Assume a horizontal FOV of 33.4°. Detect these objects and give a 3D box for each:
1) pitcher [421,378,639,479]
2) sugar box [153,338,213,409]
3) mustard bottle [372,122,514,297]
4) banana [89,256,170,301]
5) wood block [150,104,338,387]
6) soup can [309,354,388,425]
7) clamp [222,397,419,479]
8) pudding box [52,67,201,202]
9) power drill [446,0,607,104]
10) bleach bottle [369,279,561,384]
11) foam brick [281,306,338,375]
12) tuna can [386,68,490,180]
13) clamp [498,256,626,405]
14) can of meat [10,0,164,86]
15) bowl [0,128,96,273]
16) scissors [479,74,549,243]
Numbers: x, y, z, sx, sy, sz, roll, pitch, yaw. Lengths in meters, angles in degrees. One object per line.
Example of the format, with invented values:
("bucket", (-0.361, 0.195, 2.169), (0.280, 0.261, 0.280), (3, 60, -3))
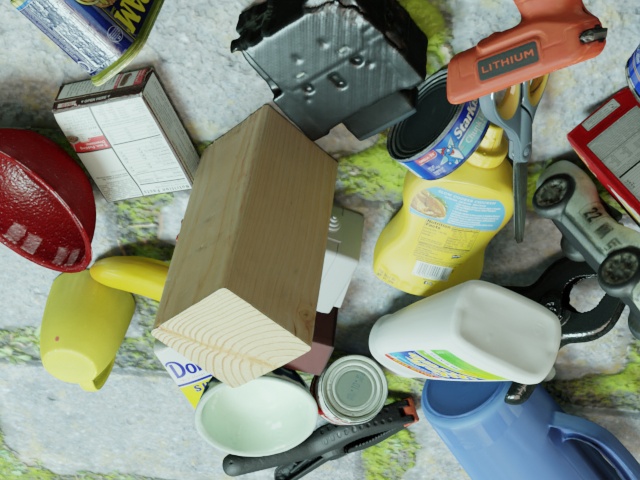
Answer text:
("pitcher", (0.215, 0.213, 1.097), (0.149, 0.145, 0.242), (-39, 121, 0))
("sugar box", (-0.099, 0.150, 1.140), (0.093, 0.048, 0.176), (-13, 134, 17))
("mustard bottle", (0.114, -0.031, 0.908), (0.096, 0.058, 0.192), (13, 136, -6))
("banana", (-0.137, 0.054, 1.021), (0.198, 0.037, 0.070), (25, 139, 9))
("wood block", (-0.056, 0.001, 0.865), (0.090, 0.206, 0.090), (-31, 124, 34))
("soup can", (0.027, 0.151, 1.073), (0.068, 0.068, 0.102), (13, 169, -4))
("clamp", (0.010, 0.226, 1.181), (0.210, 0.036, 0.164), (-21, 158, 5))
("pudding box", (-0.164, -0.087, 0.913), (0.090, 0.039, 0.113), (-8, 135, 18))
("power drill", (0.094, -0.188, 0.690), (0.185, 0.057, 0.187), (-14, 97, 35))
("bleach bottle", (0.113, 0.095, 0.976), (0.102, 0.068, 0.251), (25, 163, -11))
("foam brick", (-0.014, 0.082, 1.033), (0.051, 0.078, 0.053), (14, 136, -7))
("tuna can", (0.093, -0.090, 0.832), (0.033, 0.086, 0.086), (34, 131, -26))
("clamp", (0.215, 0.075, 0.974), (0.172, 0.120, 0.039), (-23, 172, 29))
("can of meat", (-0.167, -0.177, 0.776), (0.058, 0.102, 0.083), (-28, 123, 33))
("bowl", (-0.253, -0.045, 0.938), (0.162, 0.055, 0.162), (23, 147, 16))
("scissors", (0.145, -0.073, 0.821), (0.016, 0.096, 0.202), (24, 124, 34))
